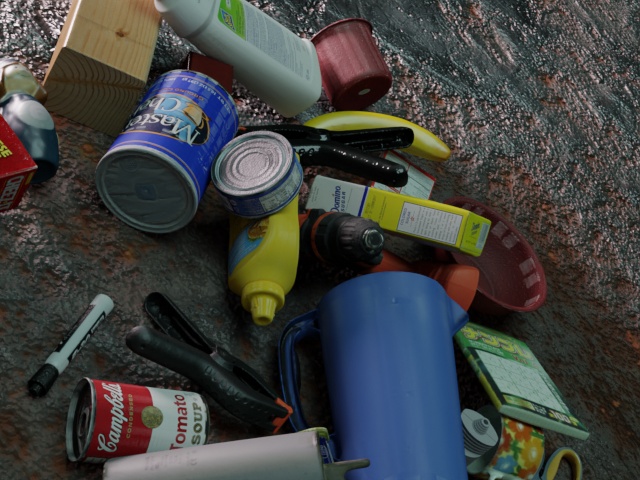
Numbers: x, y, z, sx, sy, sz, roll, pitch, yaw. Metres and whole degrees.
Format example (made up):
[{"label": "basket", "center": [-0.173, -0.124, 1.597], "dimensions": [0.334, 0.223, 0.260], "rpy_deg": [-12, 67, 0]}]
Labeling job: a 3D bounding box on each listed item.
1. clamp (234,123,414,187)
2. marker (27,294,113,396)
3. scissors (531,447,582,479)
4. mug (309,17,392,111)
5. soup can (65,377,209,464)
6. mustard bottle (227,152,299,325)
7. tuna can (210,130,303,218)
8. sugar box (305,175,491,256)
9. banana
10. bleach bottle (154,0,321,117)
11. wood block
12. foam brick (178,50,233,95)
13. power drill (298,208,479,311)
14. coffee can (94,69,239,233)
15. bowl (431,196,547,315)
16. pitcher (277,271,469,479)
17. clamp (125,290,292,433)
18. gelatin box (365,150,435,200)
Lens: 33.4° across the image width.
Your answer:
[{"label": "clamp", "center": [0.003, -0.098, 1.156], "dimensions": [0.210, 0.036, 0.164], "rpy_deg": [4, 21, -1]}, {"label": "marker", "center": [-0.217, 0.091, 0.926], "dimensions": [0.020, 0.020, 0.121], "rpy_deg": [35, 43, -4]}, {"label": "scissors", "center": [0.203, 0.258, 1.073], "dimensions": [0.096, 0.016, 0.201], "rpy_deg": [46, 43, 10]}, {"label": "mug", "center": [0.041, -0.209, 1.320], "dimensions": [0.081, 0.093, 0.117], "rpy_deg": [66, 12, 20]}, {"label": "soup can", "center": [-0.151, 0.153, 0.882], "dimensions": [0.102, 0.069, 0.068], "rpy_deg": [12, 49, -27]}, {"label": "mustard bottle", "center": [-0.056, 0.001, 1.054], "dimensions": [0.058, 0.096, 0.191], "rpy_deg": [23, 44, -26]}, {"label": "tuna can", "center": [-0.062, -0.065, 1.029], "dimensions": [0.086, 0.033, 0.086], "rpy_deg": [-10, 51, 12]}, {"label": "sugar box", "center": [0.082, -0.027, 1.124], "dimensions": [0.176, 0.048, 0.093], "rpy_deg": [18, 1, 23]}, {"label": "banana", "center": [0.053, -0.121, 1.253], "dimensions": [0.197, 0.037, 0.069], "rpy_deg": [-2, 68, -10]}, {"label": "bleach bottle", "center": [-0.100, -0.233, 1.179], "dimensions": [0.250, 0.068, 0.102], "rpy_deg": [31, 38, -45]}, {"label": "wood block", "center": [-0.225, -0.223, 1.137], "dimensions": [0.090, 0.090, 0.206], "rpy_deg": [22, 45, -19]}, {"label": "foam brick", "center": [-0.133, -0.154, 1.150], "dimensions": [0.051, 0.078, 0.053], "rpy_deg": [17, 49, -22]}, {"label": "power drill", "center": [0.066, 0.020, 1.083], "dimensions": [0.187, 0.185, 0.057], "rpy_deg": [24, 83, -25]}, {"label": "coffee can", "center": [-0.150, -0.090, 1.065], "dimensions": [0.102, 0.103, 0.140], "rpy_deg": [30, 43, -9]}, {"label": "bowl", "center": [0.180, 0.029, 1.216], "dimensions": [0.162, 0.055, 0.162], "rpy_deg": [25, 39, -23]}, {"label": "pitcher", "center": [0.059, 0.161, 0.987], "dimensions": [0.144, 0.149, 0.243], "rpy_deg": [29, 43, -39]}, {"label": "clamp", "center": [-0.101, 0.109, 0.964], "dimensions": [0.171, 0.039, 0.120], "rpy_deg": [39, 16, -18]}, {"label": "gelatin box", "center": [0.092, -0.060, 1.258], "dimensions": [0.073, 0.030, 0.089], "rpy_deg": [33, 42, -8]}]
